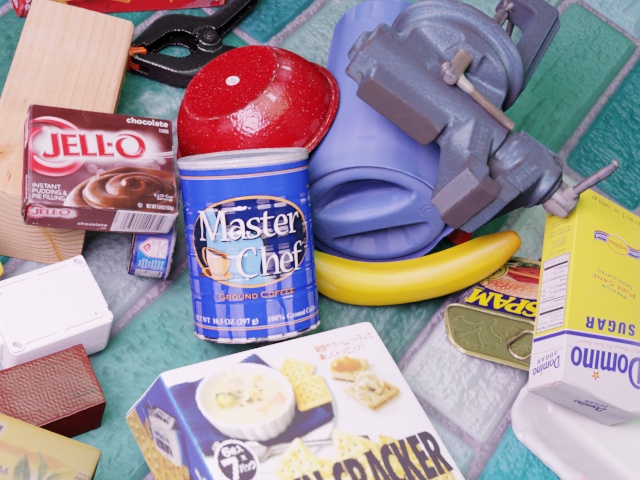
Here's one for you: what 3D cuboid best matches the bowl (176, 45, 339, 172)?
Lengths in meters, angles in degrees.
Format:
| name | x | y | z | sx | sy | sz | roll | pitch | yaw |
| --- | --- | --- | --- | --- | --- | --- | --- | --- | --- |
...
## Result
| name | x | y | z | sx | sy | sz | roll | pitch | yaw |
| --- | --- | --- | --- | --- | --- | --- | --- | --- | --- |
| bowl | -0.067 | -0.120 | 0.933 | 0.162 | 0.055 | 0.162 | -17 | 45 | 17 |

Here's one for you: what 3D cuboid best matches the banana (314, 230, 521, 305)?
| name | x | y | z | sx | sy | sz | roll | pitch | yaw |
| --- | --- | --- | --- | --- | --- | --- | --- | --- | --- |
| banana | 0.073 | 0.026 | 0.922 | 0.197 | 0.070 | 0.037 | -3 | 48 | -2 |

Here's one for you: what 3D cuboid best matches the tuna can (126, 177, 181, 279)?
| name | x | y | z | sx | sy | sz | roll | pitch | yaw |
| --- | --- | --- | --- | --- | --- | --- | --- | --- | --- |
| tuna can | -0.137 | -0.012 | 0.876 | 0.033 | 0.086 | 0.086 | 7 | 56 | -12 |

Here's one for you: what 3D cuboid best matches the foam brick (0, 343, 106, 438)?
| name | x | y | z | sx | sy | sz | roll | pitch | yaw |
| --- | --- | --- | --- | --- | --- | --- | --- | --- | --- |
| foam brick | -0.205 | 0.120 | 0.788 | 0.078 | 0.051 | 0.053 | -17 | 65 | -27 |

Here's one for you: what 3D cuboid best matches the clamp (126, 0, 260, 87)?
| name | x | y | z | sx | sy | sz | roll | pitch | yaw |
| --- | --- | --- | --- | --- | --- | --- | --- | --- | --- |
| clamp | -0.101 | -0.181 | 1.029 | 0.171 | 0.039 | 0.120 | -24 | 65 | -23 |

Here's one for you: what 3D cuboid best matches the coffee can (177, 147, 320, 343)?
| name | x | y | z | sx | sy | sz | roll | pitch | yaw |
| --- | --- | --- | --- | --- | --- | --- | --- | --- | --- |
| coffee can | -0.056 | 0.001 | 0.843 | 0.102 | 0.103 | 0.140 | -8 | 99 | -23 |

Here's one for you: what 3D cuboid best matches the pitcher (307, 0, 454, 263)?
| name | x | y | z | sx | sy | sz | roll | pitch | yaw |
| --- | --- | --- | --- | --- | --- | --- | --- | --- | --- |
| pitcher | 0.044 | -0.109 | 0.981 | 0.149 | 0.145 | 0.242 | 37 | 42 | -33 |

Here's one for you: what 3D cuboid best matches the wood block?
| name | x | y | z | sx | sy | sz | roll | pitch | yaw |
| --- | --- | --- | --- | --- | --- | --- | --- | --- | --- |
| wood block | -0.222 | -0.092 | 0.897 | 0.090 | 0.091 | 0.206 | 12 | 55 | -11 |

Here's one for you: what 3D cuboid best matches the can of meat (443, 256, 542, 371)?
| name | x | y | z | sx | sy | sz | roll | pitch | yaw |
| --- | --- | --- | --- | --- | --- | --- | --- | --- | --- |
| can of meat | 0.173 | 0.061 | 0.930 | 0.102 | 0.057 | 0.083 | 12 | 42 | 35 |

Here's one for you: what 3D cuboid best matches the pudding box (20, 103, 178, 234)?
| name | x | y | z | sx | sy | sz | roll | pitch | yaw |
| --- | --- | --- | --- | --- | --- | --- | --- | --- | --- |
| pudding box | -0.168 | -0.053 | 0.809 | 0.113 | 0.039 | 0.090 | 5 | 58 | -23 |

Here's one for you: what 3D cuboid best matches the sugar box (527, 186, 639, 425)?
| name | x | y | z | sx | sy | sz | roll | pitch | yaw |
| --- | --- | --- | --- | --- | --- | --- | --- | --- | --- |
| sugar box | 0.224 | 0.052 | 0.873 | 0.093 | 0.048 | 0.176 | 24 | 59 | -25 |
